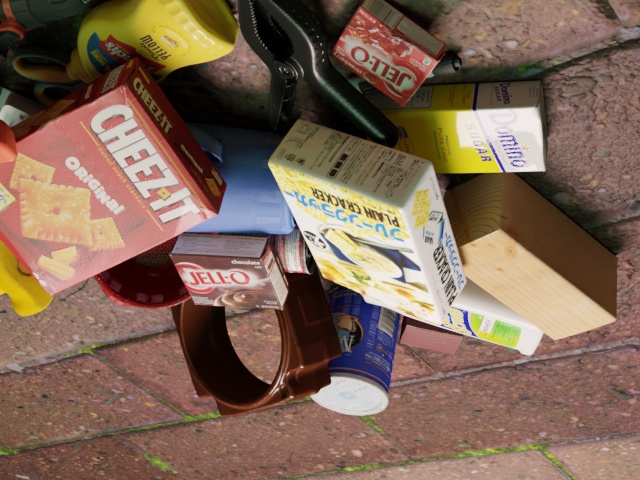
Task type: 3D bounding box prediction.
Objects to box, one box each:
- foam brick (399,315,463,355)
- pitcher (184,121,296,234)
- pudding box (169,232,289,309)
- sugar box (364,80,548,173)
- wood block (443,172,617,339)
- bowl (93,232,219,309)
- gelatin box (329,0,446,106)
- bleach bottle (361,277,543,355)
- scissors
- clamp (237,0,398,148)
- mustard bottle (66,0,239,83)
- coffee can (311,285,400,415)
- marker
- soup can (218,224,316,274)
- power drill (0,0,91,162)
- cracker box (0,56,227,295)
[{"bbox_3d":[0.146,0.108,1.383,0.078,0.053,0.051,13,146,0],"label":"foam brick"},{"bbox_3d":[-0.145,-0.073,1.146,0.243,0.149,0.145,4,107,5],"label":"pitcher"},{"bbox_3d":[-0.099,0.034,1.180,0.114,0.039,0.090,1,141,18],"label":"pudding box"},{"bbox_3d":[0.136,-0.111,1.073,0.176,0.048,0.093,1,141,19],"label":"sugar box"},{"bbox_3d":[0.234,0.018,1.191,0.205,0.090,0.090,34,141,-29],"label":"wood block"},{"bbox_3d":[-0.202,-0.002,1.290,0.162,0.055,0.162,-1,106,-5],"label":"bowl"},{"bbox_3d":[0.063,-0.177,0.995,0.089,0.030,0.073,36,143,-2],"label":"gelatin box"},{"bbox_3d":[0.151,0.073,1.325,0.251,0.068,0.102,12,152,6],"label":"bleach bottle"},{"bbox_3d":[-0.230,-0.161,1.143,0.201,0.016,0.096,13,148,-2],"label":"scissors"},{"bbox_3d":[-0.029,-0.171,1.028,0.165,0.036,0.210,8,142,45],"label":"clamp"},{"bbox_3d":[-0.179,-0.195,1.040,0.192,0.058,0.096,-15,140,35],"label":"mustard bottle"},{"bbox_3d":[0.046,0.141,1.383,0.103,0.140,0.103,8,146,5],"label":"coffee can"},{"bbox_3d":[0.080,-0.162,1.041,0.121,0.020,0.020,-9,141,28],"label":"marker"},{"bbox_3d":[-0.058,0.001,1.215,0.102,0.068,0.068,3,145,14],"label":"soup can"},{"bbox_3d":[-0.307,-0.165,1.012,0.185,0.187,0.057,-4,155,28],"label":"power drill"},{"bbox_3d":[-0.227,-0.057,1.054,0.214,0.072,0.164,-24,119,18],"label":"cracker box"}]
